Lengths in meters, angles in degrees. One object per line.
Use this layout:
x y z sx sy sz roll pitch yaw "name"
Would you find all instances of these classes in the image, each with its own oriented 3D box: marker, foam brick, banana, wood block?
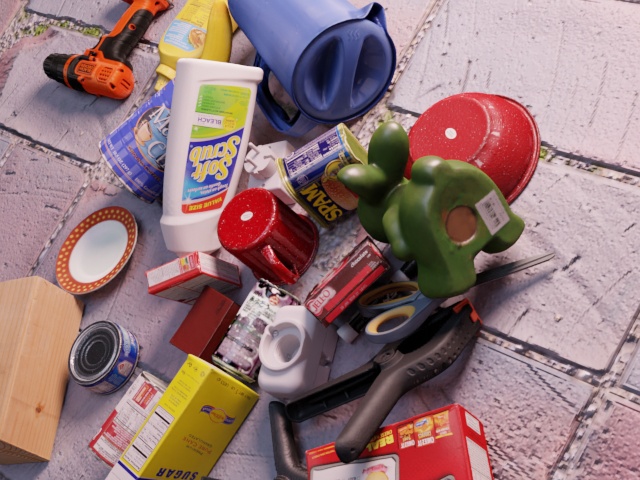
0.065 0.058 1.109 0.121 0.020 0.020 -46 48 3 "marker"
-0.118 0.100 1.189 0.053 0.051 0.078 27 82 40 "foam brick"
-0.161 -0.214 1.385 0.198 0.069 0.037 -52 23 14 "banana"
-0.368 0.158 1.301 0.090 0.090 0.206 -10 59 30 "wood block"

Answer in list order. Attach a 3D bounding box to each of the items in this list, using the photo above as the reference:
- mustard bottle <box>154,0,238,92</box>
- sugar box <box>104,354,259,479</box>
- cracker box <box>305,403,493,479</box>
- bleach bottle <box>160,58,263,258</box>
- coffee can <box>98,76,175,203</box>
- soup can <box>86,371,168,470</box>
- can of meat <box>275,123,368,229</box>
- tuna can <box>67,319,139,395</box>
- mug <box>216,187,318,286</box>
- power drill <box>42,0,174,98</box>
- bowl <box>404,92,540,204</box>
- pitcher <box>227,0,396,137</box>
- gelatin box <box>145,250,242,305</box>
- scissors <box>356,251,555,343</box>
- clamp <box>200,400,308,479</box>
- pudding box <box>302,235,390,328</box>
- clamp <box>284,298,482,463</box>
-0.164 -0.277 1.437 0.096 0.058 0.191 27 81 37 "mustard bottle"
-0.147 0.213 1.116 0.048 0.093 0.176 25 81 41 "sugar box"
0.078 0.272 0.941 0.164 0.072 0.213 -23 54 24 "cracker box"
-0.133 -0.083 1.256 0.068 0.102 0.251 19 104 62 "bleach bottle"
-0.193 -0.129 1.340 0.140 0.102 0.103 -39 49 9 "coffee can"
-0.199 0.204 1.173 0.069 0.068 0.102 32 84 42 "soup can"
0.014 -0.070 1.166 0.084 0.102 0.057 -30 50 14 "can of meat"
-0.260 0.139 1.276 0.086 0.033 0.086 -17 56 26 "tuna can"
-0.058 0.001 1.184 0.093 0.081 0.117 -36 49 12 "mug"
-0.308 -0.298 1.551 0.185 0.057 0.187 20 79 36 "power drill"
0.145 -0.098 1.121 0.162 0.055 0.162 -16 56 26 "bowl"
-0.027 -0.244 1.285 0.149 0.145 0.243 -24 43 -13 "pitcher"
-0.143 0.043 1.214 0.073 0.089 0.030 -21 69 23 "gelatin box"
0.124 0.057 1.033 0.202 0.016 0.096 -11 31 26 "scissors"
-0.034 0.240 1.058 0.172 0.039 0.120 31 88 36 "clamp"
0.028 0.040 1.089 0.090 0.113 0.039 -43 89 5 "pudding box"
0.063 0.127 1.027 0.209 0.036 0.165 -38 16 -19 "clamp"
